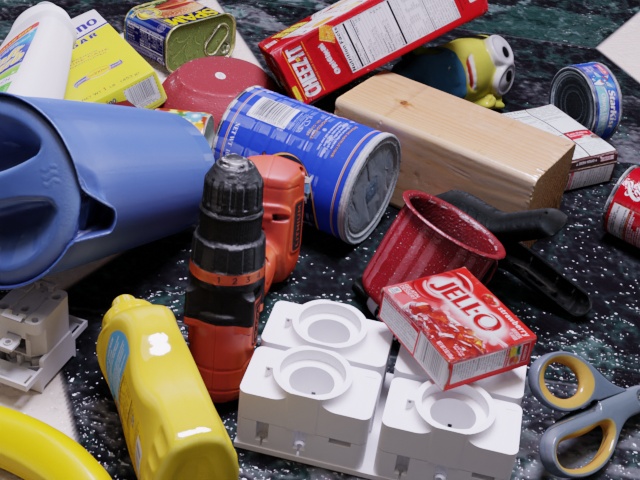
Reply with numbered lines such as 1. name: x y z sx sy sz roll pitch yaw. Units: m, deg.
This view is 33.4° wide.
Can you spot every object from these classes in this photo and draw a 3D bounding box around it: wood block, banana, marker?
1. wood block: 0.119 -0.075 1.000 0.206 0.090 0.090 26 40 25
2. banana: -0.210 0.138 0.686 0.198 0.037 0.069 10 52 7
3. marker: 0.059 0.066 0.846 0.020 0.020 0.121 -12 39 -25

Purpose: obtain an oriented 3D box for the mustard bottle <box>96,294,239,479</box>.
1. mustard bottle: -0.109 0.099 0.702 0.058 0.096 0.192 -9 37 -21

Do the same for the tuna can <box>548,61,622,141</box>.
1. tuna can: 0.279 -0.145 1.131 0.033 0.086 0.086 -11 38 -21

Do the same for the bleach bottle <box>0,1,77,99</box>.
1. bleach bottle: -0.284 -0.150 1.010 0.103 0.068 0.251 -30 35 20

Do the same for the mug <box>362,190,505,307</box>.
1. mug: 0.094 0.021 0.851 0.117 0.082 0.093 12 26 -43

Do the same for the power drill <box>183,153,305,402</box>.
1. power drill: -0.055 0.001 0.794 0.057 0.184 0.187 11 25 6

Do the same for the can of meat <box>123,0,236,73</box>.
1. can of meat: -0.161 -0.237 1.216 0.084 0.057 0.101 30 40 35

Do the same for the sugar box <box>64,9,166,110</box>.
1. sugar box: -0.236 -0.173 1.093 0.093 0.048 0.176 -30 45 -15

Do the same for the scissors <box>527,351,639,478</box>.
1. scissors: 0.219 0.102 0.783 0.201 0.016 0.096 -28 91 -37

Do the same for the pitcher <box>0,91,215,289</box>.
1. pitcher: -0.187 -0.049 0.822 0.149 0.145 0.242 59 21 5

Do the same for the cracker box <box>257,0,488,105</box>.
1. cracker box: 0.049 -0.217 1.095 0.213 0.072 0.164 -28 15 0

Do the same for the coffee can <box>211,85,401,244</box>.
1. coffee can: -0.013 -0.069 0.955 0.140 0.103 0.102 23 38 22

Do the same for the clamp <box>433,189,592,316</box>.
1. clamp: 0.155 0.006 0.905 0.039 0.120 0.172 -41 35 -22

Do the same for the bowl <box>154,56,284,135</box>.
1. bowl: -0.101 -0.145 1.093 0.162 0.055 0.162 4 34 -3

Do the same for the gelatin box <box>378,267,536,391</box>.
1. gelatin box: 0.093 0.059 0.744 0.073 0.030 0.089 -12 39 -26

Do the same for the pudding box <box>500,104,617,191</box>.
1. pudding box: 0.233 -0.095 1.094 0.089 0.039 0.114 -14 38 -26
